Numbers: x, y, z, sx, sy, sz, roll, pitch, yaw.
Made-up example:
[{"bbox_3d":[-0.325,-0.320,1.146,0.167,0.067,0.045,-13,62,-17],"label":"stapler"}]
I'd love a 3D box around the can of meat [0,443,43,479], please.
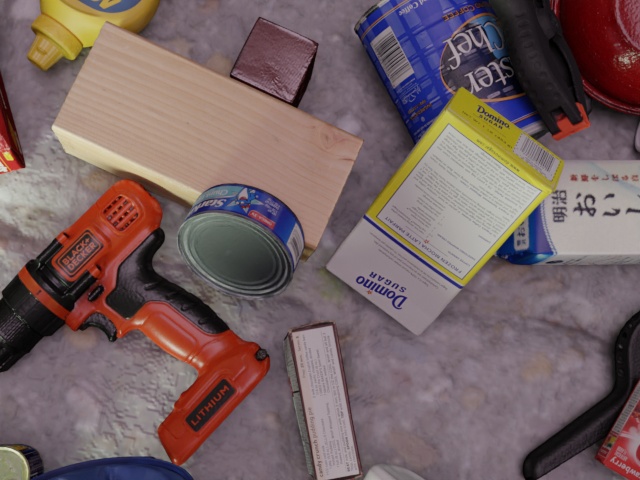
[{"bbox_3d":[-0.251,0.172,0.755,0.102,0.084,0.057,1,82,-5],"label":"can of meat"}]

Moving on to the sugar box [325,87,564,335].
[{"bbox_3d":[0.086,-0.017,0.777,0.093,0.176,0.048,37,42,-1],"label":"sugar box"}]

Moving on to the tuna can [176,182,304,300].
[{"bbox_3d":[-0.055,0.001,0.747,0.086,0.086,0.033,25,49,-2],"label":"tuna can"}]

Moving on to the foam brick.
[{"bbox_3d":[-0.036,-0.127,0.820,0.051,0.078,0.053,25,80,0],"label":"foam brick"}]

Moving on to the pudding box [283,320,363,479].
[{"bbox_3d":[0.001,0.119,0.783,0.039,0.090,0.113,-12,83,-6],"label":"pudding box"}]

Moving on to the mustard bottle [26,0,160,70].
[{"bbox_3d":[-0.164,-0.212,0.830,0.096,0.058,0.191,35,81,1],"label":"mustard bottle"}]

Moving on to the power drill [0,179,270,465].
[{"bbox_3d":[-0.145,0.076,0.791,0.187,0.057,0.184,44,89,0],"label":"power drill"}]

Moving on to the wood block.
[{"bbox_3d":[-0.083,-0.071,0.802,0.206,0.090,0.091,24,81,-2],"label":"wood block"}]

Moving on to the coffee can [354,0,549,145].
[{"bbox_3d":[0.102,-0.125,0.820,0.102,0.103,0.140,-26,85,-8],"label":"coffee can"}]

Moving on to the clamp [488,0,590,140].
[{"bbox_3d":[0.147,-0.158,0.773,0.120,0.039,0.171,6,61,-47],"label":"clamp"}]
